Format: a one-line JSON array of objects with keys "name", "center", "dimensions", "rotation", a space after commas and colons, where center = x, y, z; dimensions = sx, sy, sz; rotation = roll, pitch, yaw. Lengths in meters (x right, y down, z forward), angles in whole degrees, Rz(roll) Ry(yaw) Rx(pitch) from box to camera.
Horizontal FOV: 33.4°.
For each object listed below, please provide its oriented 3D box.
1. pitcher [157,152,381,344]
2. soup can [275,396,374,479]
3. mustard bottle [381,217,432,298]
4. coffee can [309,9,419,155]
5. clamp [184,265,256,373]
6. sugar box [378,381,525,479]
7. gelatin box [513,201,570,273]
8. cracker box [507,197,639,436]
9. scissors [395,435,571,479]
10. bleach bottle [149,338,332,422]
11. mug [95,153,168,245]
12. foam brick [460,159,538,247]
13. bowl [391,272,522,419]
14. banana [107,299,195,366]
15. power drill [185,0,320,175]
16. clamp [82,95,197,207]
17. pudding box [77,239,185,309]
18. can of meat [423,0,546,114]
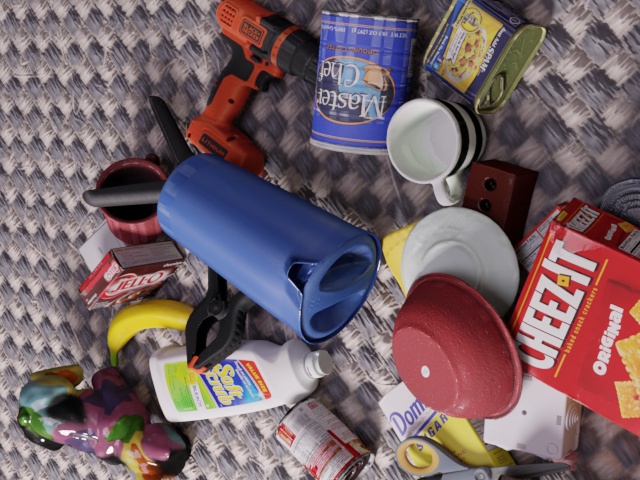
[{"name": "pitcher", "center": [-0.058, 0.001, 1.180], "dimensions": [0.243, 0.144, 0.149], "rotation": [32, 142, 29]}, {"name": "soup can", "center": [0.004, 0.240, 1.246], "dimensions": [0.102, 0.068, 0.069], "rotation": [41, 119, 25]}, {"name": "mustard bottle", "center": [0.136, 0.071, 1.124], "dimensions": [0.096, 0.058, 0.191], "rotation": [-23, 83, 35]}, {"name": "coffee can", "center": [0.046, -0.167, 1.125], "dimensions": [0.103, 0.102, 0.140], "rotation": [15, 106, 35]}, {"name": "clamp", "center": [-0.108, 0.082, 1.292], "dimensions": [0.120, 0.039, 0.171], "rotation": [8, 77, 37]}, {"name": "sugar box", "center": [0.144, 0.222, 1.152], "dimensions": [0.093, 0.048, 0.176], "rotation": [-43, 73, 33]}, {"name": "gelatin box", "center": [0.243, 0.018, 1.053], "dimensions": [0.089, 0.030, 0.073], "rotation": [52, 125, 17]}, {"name": "cracker box", "center": [0.288, 0.084, 0.975], "dimensions": [0.214, 0.072, 0.164], "rotation": [29, 123, 21]}, {"name": "scissors", "center": [0.154, 0.228, 1.106], "dimensions": [0.202, 0.016, 0.096], "rotation": [-34, 75, 32]}, {"name": "bleach bottle", "center": [-0.095, 0.161, 1.313], "dimensions": [0.251, 0.067, 0.102], "rotation": [-16, 90, 36]}, {"name": "mug", "center": [-0.231, -0.056, 1.357], "dimensions": [0.093, 0.081, 0.117], "rotation": [15, 66, 3]}, {"name": "foam brick", "center": [0.178, -0.038, 1.078], "dimensions": [0.053, 0.051, 0.078], "rotation": [21, 110, 33]}, {"name": "bowl", "center": [0.121, 0.116, 1.053], "dimensions": [0.162, 0.055, 0.162], "rotation": [36, 139, 38]}, {"name": "banana", "center": [-0.226, 0.111, 1.422], "dimensions": [0.198, 0.037, 0.069], "rotation": [-23, 104, 39]}, {"name": "power drill", "center": [-0.070, -0.170, 1.244], "dimensions": [0.185, 0.057, 0.188], "rotation": [38, 116, 26]}, {"name": "clamp", "center": [-0.164, -0.082, 1.305], "dimensions": [0.210, 0.036, 0.164], "rotation": [21, 71, 7]}, {"name": "pudding box", "center": [-0.242, 0.043, 1.371], "dimensions": [0.090, 0.113, 0.039], "rotation": [-44, 72, 34]}, {"name": "can of meat", "center": [0.160, -0.191, 1.064], "dimensions": [0.084, 0.057, 0.102], "rotation": [43, 119, 27]}]
